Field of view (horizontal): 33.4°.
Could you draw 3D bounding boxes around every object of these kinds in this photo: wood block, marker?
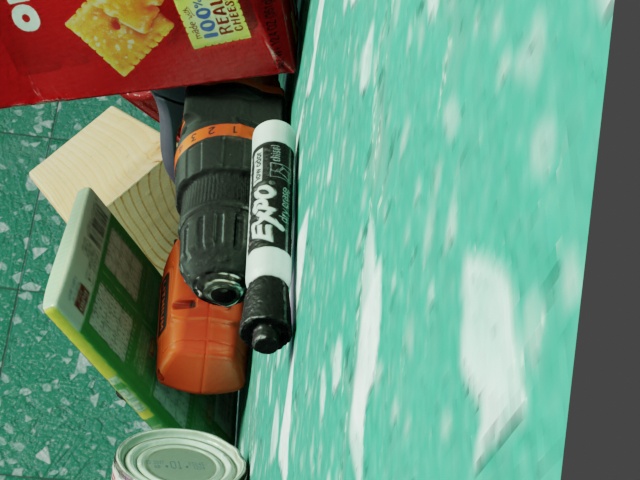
[{"bbox_3d":[-0.137,-0.025,0.781,0.090,0.090,0.206,54,170,-25],"label":"wood block"},{"bbox_3d":[-0.020,-0.004,0.414,0.121,0.020,0.020,-90,9,-47],"label":"marker"}]

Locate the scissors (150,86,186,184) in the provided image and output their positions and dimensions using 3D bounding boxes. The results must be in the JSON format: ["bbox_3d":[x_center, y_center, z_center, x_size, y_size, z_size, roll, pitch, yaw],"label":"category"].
[{"bbox_3d":[-0.081,-0.107,0.616,0.096,0.016,0.201,-46,-42,-26],"label":"scissors"}]

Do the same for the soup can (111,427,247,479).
[{"bbox_3d":[-0.075,0.155,0.538,0.068,0.068,0.102,-103,21,-73],"label":"soup can"}]

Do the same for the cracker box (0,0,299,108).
[{"bbox_3d":[-0.126,-0.146,0.479,0.072,0.214,0.164,-91,-7,-51],"label":"cracker box"}]

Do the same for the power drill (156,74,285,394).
[{"bbox_3d":[-0.054,0.001,0.568,0.188,0.057,0.184,106,169,-47],"label":"power drill"}]
